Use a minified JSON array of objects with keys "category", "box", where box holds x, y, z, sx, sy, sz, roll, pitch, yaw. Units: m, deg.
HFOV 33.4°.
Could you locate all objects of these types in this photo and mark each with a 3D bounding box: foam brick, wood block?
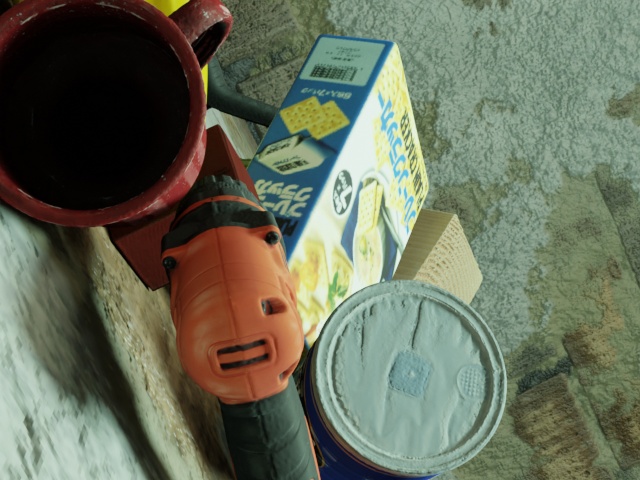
[{"category":"foam brick","box":[-0.076,-0.018,0.599,0.051,0.078,0.053,63,5,-49]},{"category":"wood block","box":[0.022,0.020,0.930,0.206,0.090,0.090,12,-34,37]}]

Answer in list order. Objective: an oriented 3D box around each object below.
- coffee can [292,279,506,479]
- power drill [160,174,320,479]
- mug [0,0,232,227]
[{"category":"coffee can","box":[0.033,0.093,0.605,0.103,0.102,0.140,65,-20,15]},{"category":"power drill","box":[-0.027,0.072,0.477,0.184,0.057,0.187,-109,-175,-70]},{"category":"mug","box":[-0.082,-0.057,0.442,0.093,0.117,0.081,44,-4,2]}]
